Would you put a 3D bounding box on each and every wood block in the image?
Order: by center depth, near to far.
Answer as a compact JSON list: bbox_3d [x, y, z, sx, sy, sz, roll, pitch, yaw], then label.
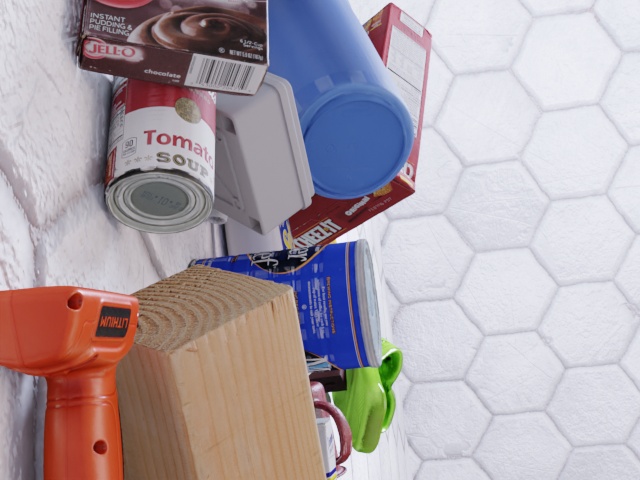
[{"bbox_3d":[-0.058,0.129,0.608,0.090,0.090,0.206,-25,115,-39],"label":"wood block"}]

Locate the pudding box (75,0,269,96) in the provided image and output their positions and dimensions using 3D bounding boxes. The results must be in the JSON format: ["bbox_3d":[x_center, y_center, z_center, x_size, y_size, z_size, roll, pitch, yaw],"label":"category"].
[{"bbox_3d":[-0.089,-0.140,0.659,0.039,0.113,0.090,122,-29,-53],"label":"pudding box"}]

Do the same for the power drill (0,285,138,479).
[{"bbox_3d":[-0.114,0.115,0.457,0.184,0.057,0.187,49,38,-84],"label":"power drill"}]

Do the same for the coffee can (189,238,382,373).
[{"bbox_3d":[-0.027,0.057,0.852,0.102,0.140,0.103,-7,90,-83],"label":"coffee can"}]

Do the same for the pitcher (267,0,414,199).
[{"bbox_3d":[-0.003,-0.131,0.962,0.149,0.145,0.243,45,13,-35],"label":"pitcher"}]

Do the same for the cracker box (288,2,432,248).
[{"bbox_3d":[0.031,-0.111,1.083,0.072,0.164,0.213,30,50,-27],"label":"cracker box"}]

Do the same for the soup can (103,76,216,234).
[{"bbox_3d":[-0.100,-0.064,0.674,0.068,0.068,0.102,72,13,-56],"label":"soup can"}]
